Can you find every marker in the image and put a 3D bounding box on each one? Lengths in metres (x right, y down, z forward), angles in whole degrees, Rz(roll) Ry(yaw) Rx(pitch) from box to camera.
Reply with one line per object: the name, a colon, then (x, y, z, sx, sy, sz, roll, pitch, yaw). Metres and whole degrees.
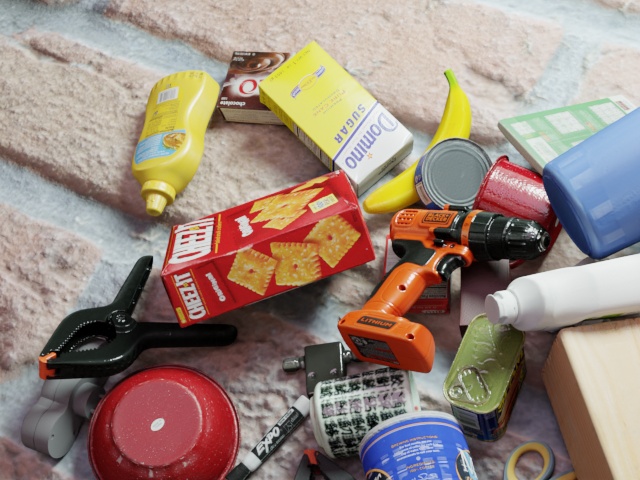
marker: (-0.054, 0.208, 1.095, 0.020, 0.020, 0.121, 36, 73, 30)

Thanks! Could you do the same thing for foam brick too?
foam brick: (0.172, 0.065, 1.106, 0.053, 0.051, 0.078, -2, 58, 13)

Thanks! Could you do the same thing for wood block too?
wood block: (0.281, 0.184, 0.969, 0.090, 0.091, 0.206, -8, 56, -8)

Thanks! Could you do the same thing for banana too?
banana: (0.122, -0.099, 1.221, 0.069, 0.037, 0.197, 32, 76, -4)

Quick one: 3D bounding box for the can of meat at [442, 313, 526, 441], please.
can of meat: (0.164, 0.136, 1.043, 0.057, 0.084, 0.102, 16, 64, 23)

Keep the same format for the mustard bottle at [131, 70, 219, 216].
mustard bottle: (-0.184, -0.115, 1.308, 0.096, 0.058, 0.191, -10, 55, 31)

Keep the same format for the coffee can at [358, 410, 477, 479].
coffee can: (0.099, 0.242, 0.973, 0.103, 0.103, 0.140, -17, 48, 4)

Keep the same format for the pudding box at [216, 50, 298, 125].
pudding box: (-0.064, -0.191, 1.338, 0.114, 0.039, 0.090, 3, 60, 17)

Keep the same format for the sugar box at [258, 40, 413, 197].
sugar box: (0.018, -0.145, 1.257, 0.093, 0.048, 0.176, -41, 72, -12)

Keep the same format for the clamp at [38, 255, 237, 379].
clamp: (-0.205, 0.100, 1.151, 0.165, 0.036, 0.209, 31, 42, 26)

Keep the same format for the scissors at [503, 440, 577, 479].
scissors: (0.163, 0.260, 1.007, 0.201, 0.016, 0.096, -27, 54, -3)

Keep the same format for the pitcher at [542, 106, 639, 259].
pitcher: (0.344, -0.079, 1.018, 0.243, 0.149, 0.145, -29, 61, 2)

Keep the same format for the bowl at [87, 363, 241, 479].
bowl: (-0.163, 0.194, 1.092, 0.162, 0.055, 0.162, 0, 64, 1)

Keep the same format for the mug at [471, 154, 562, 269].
mug: (0.210, -0.024, 1.134, 0.082, 0.093, 0.117, 25, 82, 22)

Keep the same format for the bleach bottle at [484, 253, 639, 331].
bleach bottle: (0.278, 0.046, 1.009, 0.250, 0.103, 0.068, -7, 77, -18)

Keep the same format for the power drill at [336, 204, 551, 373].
power drill: (0.116, 0.043, 1.058, 0.185, 0.057, 0.187, 4, 47, 44)

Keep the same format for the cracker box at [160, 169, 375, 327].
cracker box: (-0.058, 0.001, 1.147, 0.214, 0.072, 0.164, -19, 18, 3)

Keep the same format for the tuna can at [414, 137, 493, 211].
tuna can: (0.148, -0.069, 1.184, 0.086, 0.034, 0.086, 2, 81, -12)

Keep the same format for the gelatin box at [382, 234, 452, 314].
gelatin box: (0.106, 0.036, 1.155, 0.073, 0.030, 0.089, -1, 57, 13)

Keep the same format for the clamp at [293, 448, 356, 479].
clamp: (0.022, 0.279, 1.020, 0.120, 0.039, 0.171, -7, 56, -1)
